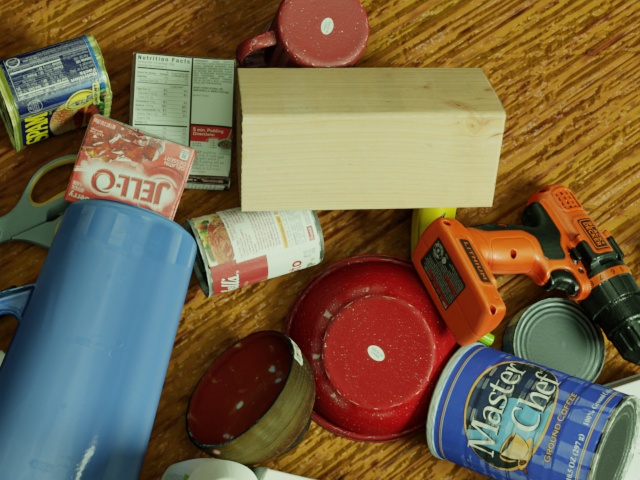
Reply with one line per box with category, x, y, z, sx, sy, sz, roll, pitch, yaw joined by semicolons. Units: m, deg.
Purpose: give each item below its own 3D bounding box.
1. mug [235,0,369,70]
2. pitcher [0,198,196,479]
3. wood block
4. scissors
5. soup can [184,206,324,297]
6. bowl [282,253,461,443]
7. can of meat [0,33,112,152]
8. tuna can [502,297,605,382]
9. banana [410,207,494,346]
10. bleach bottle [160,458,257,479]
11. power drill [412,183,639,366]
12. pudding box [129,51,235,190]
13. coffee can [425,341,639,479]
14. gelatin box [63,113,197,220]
mug;-0.016;-0.172;0.929;0.117;0.082;0.093;-9;81;-13
pitcher;-0.187;0.092;0.807;0.145;0.149;0.243;6;71;30
wood block;0.035;-0.085;0.875;0.206;0.090;0.091;-2;124;-6
scissors;-0.248;0.006;0.865;0.201;0.016;0.096;-42;95;-25
soup can;-0.056;0.001;0.893;0.102;0.069;0.068;-16;82;-15
bowl;0.047;0.091;0.884;0.162;0.055;0.162;0;88;0
can of meat;-0.219;-0.121;0.868;0.083;0.102;0.057;-21;83;-17
tuna can;0.205;0.095;0.945;0.086;0.034;0.086;2;78;-11
banana;0.111;-0.003;0.947;0.069;0.037;0.198;2;79;-33
bleach bottle;-0.081;0.205;0.751;0.068;0.251;0.102;11;77;-9
power drill;0.183;0.037;0.894;0.187;0.057;0.184;-6;54;-34
pudding box;-0.119;-0.102;0.917;0.090;0.039;0.113;3;77;-8
coffee can;0.170;0.150;0.858;0.140;0.102;0.102;17;72;32
gelatin box;-0.154;-0.054;0.866;0.089;0.030;0.073;19;94;-10
